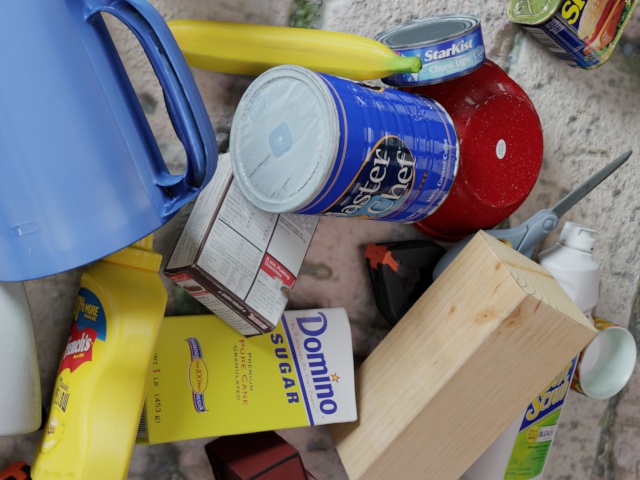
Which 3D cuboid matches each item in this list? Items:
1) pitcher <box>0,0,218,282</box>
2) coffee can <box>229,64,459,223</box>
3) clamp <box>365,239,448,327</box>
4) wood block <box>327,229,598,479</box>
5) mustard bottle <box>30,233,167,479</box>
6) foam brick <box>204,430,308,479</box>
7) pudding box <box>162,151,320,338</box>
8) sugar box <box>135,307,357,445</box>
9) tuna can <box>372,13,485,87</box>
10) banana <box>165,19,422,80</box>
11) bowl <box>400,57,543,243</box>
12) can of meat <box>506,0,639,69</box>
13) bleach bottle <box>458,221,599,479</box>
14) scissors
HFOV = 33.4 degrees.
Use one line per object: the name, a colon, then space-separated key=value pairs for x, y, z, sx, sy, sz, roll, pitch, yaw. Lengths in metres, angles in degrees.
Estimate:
pitcher: x=-0.176 y=-0.108 z=0.659 sx=0.149 sy=0.145 sz=0.243 roll=-27 pitch=111 yaw=-24
coffee can: x=0.019 y=-0.066 z=0.780 sx=0.140 sy=0.103 sz=0.103 roll=4 pitch=101 yaw=-46
clamp: x=0.095 y=0.061 z=0.912 sx=0.171 sy=0.039 sz=0.120 roll=27 pitch=81 yaw=-34
wood block: x=0.106 y=0.107 z=0.857 sx=0.090 sy=0.090 sz=0.206 roll=28 pitch=110 yaw=-31
mustard bottle: x=-0.145 y=0.078 z=0.729 sx=0.058 sy=0.096 sz=0.191 roll=15 pitch=87 yaw=-27
foam brick: x=-0.048 y=0.184 z=0.838 sx=0.051 sy=0.078 sz=0.053 roll=-25 pitch=111 yaw=-22
pudding box: x=-0.055 y=0.001 z=0.788 sx=0.090 sy=0.039 sz=0.113 roll=41 pitch=52 yaw=-30
sugar box: x=-0.058 y=0.101 z=0.817 sx=0.175 sy=0.048 sz=0.093 roll=-2 pitch=84 yaw=-28
tuna can: x=0.084 y=-0.148 z=0.826 sx=0.086 sy=0.086 sz=0.034 roll=-23 pitch=114 yaw=-23
banana: x=-0.029 y=-0.139 z=0.773 sx=0.197 sy=0.070 sz=0.037 roll=2 pitch=87 yaw=-13
bowl: x=0.132 y=-0.075 z=0.879 sx=0.161 sy=0.055 sz=0.162 roll=-5 pitch=99 yaw=-33
can of meat: x=0.219 y=-0.208 z=0.907 sx=0.083 sy=0.058 sz=0.102 roll=30 pitch=87 yaw=-35
bleach bottle: x=0.186 y=0.105 z=0.942 sx=0.102 sy=0.068 sz=0.251 roll=7 pitch=104 yaw=-47
scissors: x=0.186 y=0.003 z=0.901 sx=0.201 sy=0.016 sz=0.096 roll=-26 pitch=126 yaw=-13
